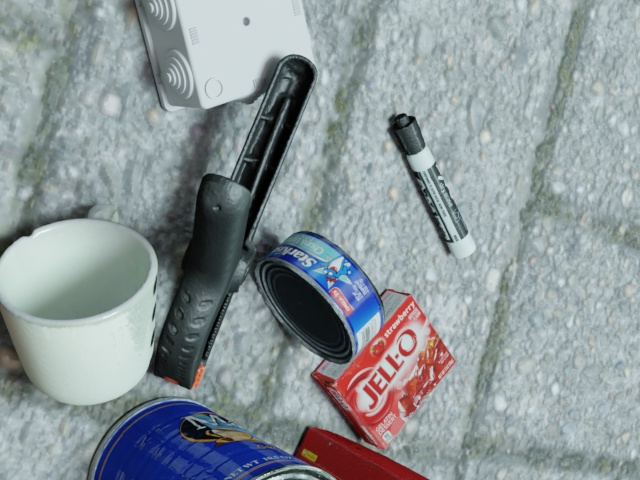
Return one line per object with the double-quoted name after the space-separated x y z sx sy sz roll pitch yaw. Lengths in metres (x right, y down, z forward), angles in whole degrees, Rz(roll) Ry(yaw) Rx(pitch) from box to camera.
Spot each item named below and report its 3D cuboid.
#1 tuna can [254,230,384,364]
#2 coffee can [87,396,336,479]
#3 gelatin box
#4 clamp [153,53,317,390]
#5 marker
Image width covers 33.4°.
0.000 0.036 0.681 0.033 0.086 0.086 -42 119 -25 "tuna can"
-0.061 0.159 0.625 0.102 0.141 0.103 -7 103 -35 "coffee can"
0.047 0.091 0.759 0.089 0.030 0.073 -47 121 -20 "gelatin box"
-0.054 0.001 0.616 0.164 0.036 0.210 -66 178 -49 "clamp"
0.081 -0.039 0.768 0.020 0.020 0.121 -41 119 -23 "marker"
